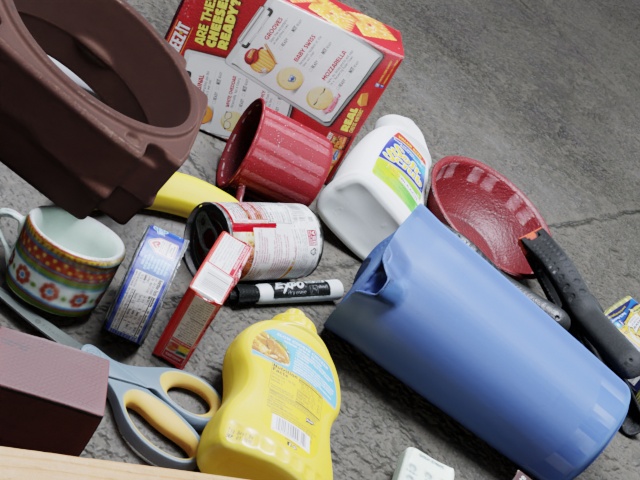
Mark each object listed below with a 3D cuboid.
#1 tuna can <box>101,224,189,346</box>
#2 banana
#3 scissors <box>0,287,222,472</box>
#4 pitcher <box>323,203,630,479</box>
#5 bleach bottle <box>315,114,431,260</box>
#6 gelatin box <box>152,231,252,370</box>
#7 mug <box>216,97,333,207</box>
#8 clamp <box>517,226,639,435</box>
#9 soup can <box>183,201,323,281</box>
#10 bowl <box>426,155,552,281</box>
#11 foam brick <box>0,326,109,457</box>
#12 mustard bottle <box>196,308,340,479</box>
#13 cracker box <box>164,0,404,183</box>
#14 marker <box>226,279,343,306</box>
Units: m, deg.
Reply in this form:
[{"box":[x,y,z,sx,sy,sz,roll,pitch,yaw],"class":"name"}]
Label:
[{"box":[-0.129,0.032,0.788,0.033,0.086,0.086,24,33,-8],"class":"tuna can"},{"box":[-0.145,-0.034,0.915,0.197,0.037,0.070,0,58,-39],"class":"banana"},{"box":[-0.147,0.085,0.767,0.202,0.016,0.096,44,32,19],"class":"scissors"},{"box":[0.134,0.090,0.905,0.243,0.145,0.149,39,51,4],"class":"pitcher"},{"box":[0.066,-0.074,1.110,0.102,0.068,0.250,46,28,-14],"class":"bleach bottle"},{"box":[-0.089,0.045,0.817,0.030,0.073,0.089,30,31,-4],"class":"gelatin box"},{"box":[-0.044,-0.065,1.002,0.081,0.093,0.117,25,63,-20],"class":"mug"},{"box":[0.244,0.070,0.988,0.210,0.036,0.164,64,0,25],"class":"clamp"},{"box":[-0.056,0.001,0.908,0.102,0.069,0.068,-1,44,-41],"class":"soup can"},{"box":[0.165,-0.011,1.110,0.162,0.055,0.162,25,39,-22],"class":"bowl"},{"box":[-0.181,0.099,0.685,0.078,0.051,0.053,21,33,-17],"class":"foam brick"},{"box":[-0.030,0.113,0.784,0.096,0.058,0.191,35,30,-16],"class":"mustard bottle"},{"box":[-0.049,-0.174,1.062,0.213,0.164,0.072,23,32,-15],"class":"cracker box"},{"box":[-0.031,0.045,0.916,0.120,0.020,0.020,-1,44,-41],"class":"marker"}]
